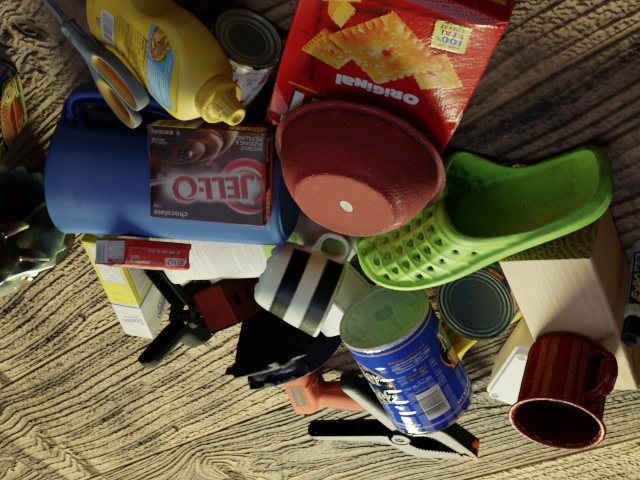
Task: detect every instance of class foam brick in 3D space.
[{"bbox_3d":[-0.099,0.067,1.243,0.051,0.078,0.053,-24,94,39],"label":"foam brick"}]

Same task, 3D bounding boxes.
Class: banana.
[{"bbox_3d":[0.171,0.111,1.220,0.069,0.037,0.198,7,146,-12],"label":"banana"}]

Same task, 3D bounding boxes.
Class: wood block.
[{"bbox_3d":[0.256,0.052,1.061,0.091,0.090,0.206,-4,137,29],"label":"wood block"}]

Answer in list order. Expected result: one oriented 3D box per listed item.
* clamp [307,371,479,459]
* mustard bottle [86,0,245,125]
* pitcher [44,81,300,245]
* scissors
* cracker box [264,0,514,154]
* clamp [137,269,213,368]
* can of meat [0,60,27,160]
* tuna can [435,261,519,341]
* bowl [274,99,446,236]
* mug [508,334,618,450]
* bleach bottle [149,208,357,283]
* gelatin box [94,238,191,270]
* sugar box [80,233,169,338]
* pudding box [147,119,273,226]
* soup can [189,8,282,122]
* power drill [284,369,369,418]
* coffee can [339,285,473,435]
[{"bbox_3d":[0.096,0.222,1.298,0.210,0.036,0.165,14,146,0],"label":"clamp"},{"bbox_3d":[-0.130,-0.161,0.928,0.192,0.058,0.096,44,144,28],"label":"mustard bottle"},{"bbox_3d":[-0.146,-0.068,1.076,0.243,0.145,0.149,6,174,13],"label":"pitcher"},{"bbox_3d":[-0.223,-0.178,0.995,0.202,0.016,0.096,44,158,23],"label":"scissors"},{"bbox_3d":[0.054,-0.160,0.909,0.164,0.072,0.214,22,144,0],"label":"cracker box"},{"bbox_3d":[-0.166,0.098,1.278,0.039,0.120,0.171,9,172,28],"label":"clamp"},{"bbox_3d":[-0.354,-0.131,1.125,0.057,0.084,0.102,17,143,5],"label":"can of meat"},{"bbox_3d":[0.168,0.061,1.132,0.086,0.033,0.086,12,118,25],"label":"tuna can"},{"bbox_3d":[0.028,-0.052,0.956,0.162,0.055,0.162,14,149,9],"label":"bowl"},{"bbox_3d":[0.243,0.141,1.033,0.093,0.081,0.117,31,143,-13],"label":"mug"},{"bbox_3d":[-0.058,0.001,1.168,0.251,0.068,0.102,1,138,21],"label":"bleach bottle"},{"bbox_3d":[-0.186,0.015,1.113,0.073,0.030,0.089,6,177,-32],"label":"gelatin box"},{"bbox_3d":[-0.219,0.026,1.247,0.048,0.093,0.176,9,141,15],"label":"sugar box"},{"bbox_3d":[-0.101,-0.064,0.986,0.113,0.039,0.090,5,111,10],"label":"pudding box"},{"bbox_3d":[-0.084,-0.155,0.982,0.068,0.068,0.102,29,142,-10],"label":"soup can"},{"bbox_3d":[0.049,0.177,1.337,0.188,0.057,0.184,6,140,19],"label":"power drill"},{"bbox_3d":[0.095,0.129,1.166,0.103,0.102,0.140,-8,127,32],"label":"coffee can"}]
